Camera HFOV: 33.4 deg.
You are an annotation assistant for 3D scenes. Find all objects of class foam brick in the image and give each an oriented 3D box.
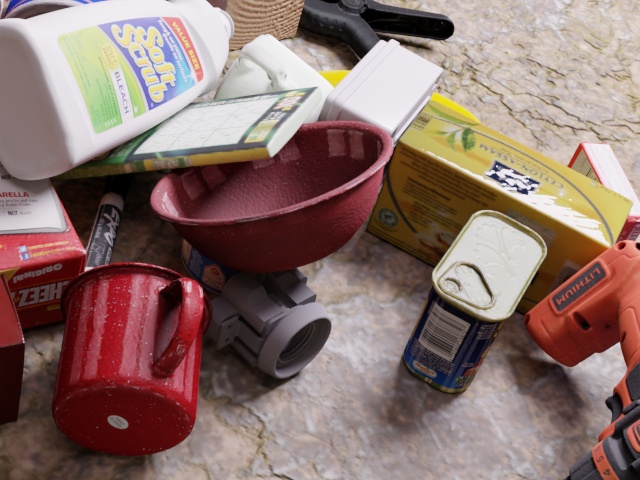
[{"bbox_3d":[-0.202,0.067,0.610,0.051,0.078,0.053,-8,49,-28],"label":"foam brick"}]

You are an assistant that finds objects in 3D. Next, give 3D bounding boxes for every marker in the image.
[{"bbox_3d":[-0.151,-0.007,0.745,0.020,0.020,0.121,11,43,-7],"label":"marker"}]

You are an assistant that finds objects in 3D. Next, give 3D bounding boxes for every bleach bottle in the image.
[{"bbox_3d":[-0.134,-0.129,0.745,0.068,0.102,0.250,-8,20,29],"label":"bleach bottle"}]

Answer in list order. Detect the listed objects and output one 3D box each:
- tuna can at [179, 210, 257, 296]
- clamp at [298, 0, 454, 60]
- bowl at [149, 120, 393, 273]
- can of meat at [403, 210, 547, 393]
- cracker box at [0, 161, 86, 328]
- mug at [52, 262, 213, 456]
[{"bbox_3d":[-0.055,0.001,0.758,0.086,0.034,0.086,9,44,-9],"label":"tuna can"},{"bbox_3d":[0.029,-0.201,0.991,0.171,0.039,0.120,21,38,13],"label":"clamp"},{"bbox_3d":[-0.026,-0.024,0.696,0.162,0.055,0.162,-12,24,5],"label":"bowl"},{"bbox_3d":[0.103,0.043,0.730,0.057,0.084,0.102,29,44,11],"label":"can of meat"},{"bbox_3d":[-0.266,-0.028,0.691,0.163,0.072,0.214,-12,50,-29],"label":"cracker box"},{"bbox_3d":[-0.104,0.067,0.620,0.093,0.117,0.081,28,41,-30],"label":"mug"}]
